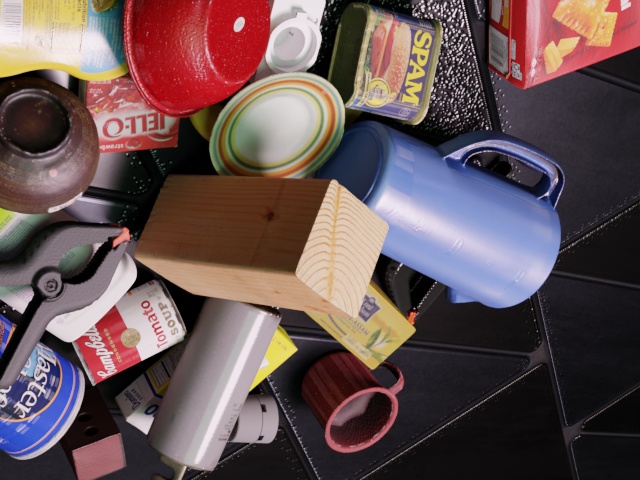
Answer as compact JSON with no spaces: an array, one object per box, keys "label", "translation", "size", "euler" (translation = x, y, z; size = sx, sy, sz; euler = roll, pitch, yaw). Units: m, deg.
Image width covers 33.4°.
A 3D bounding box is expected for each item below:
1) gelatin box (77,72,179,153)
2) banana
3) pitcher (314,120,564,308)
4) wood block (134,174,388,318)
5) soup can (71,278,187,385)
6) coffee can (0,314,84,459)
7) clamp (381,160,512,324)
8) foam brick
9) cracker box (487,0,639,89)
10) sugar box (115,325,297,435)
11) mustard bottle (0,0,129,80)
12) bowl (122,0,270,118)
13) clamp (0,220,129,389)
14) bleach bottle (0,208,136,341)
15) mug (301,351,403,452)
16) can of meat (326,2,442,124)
[{"label":"gelatin box","translation":[-0.166,-0.115,0.929],"size":[0.089,0.030,0.073],"euler":[-7,125,-27]},{"label":"banana","translation":[-0.043,-0.113,1.001],"size":[0.197,0.037,0.070],"euler":[0,122,-31]},{"label":"pitcher","translation":[0.120,-0.035,1.048],"size":[0.242,0.145,0.149],"euler":[22,73,-37]},{"label":"wood block","translation":[-0.057,0.001,0.947],"size":[0.090,0.207,0.090],"euler":[37,67,-43]},{"label":"soup can","translation":[-0.189,0.088,1.034],"size":[0.102,0.069,0.068],"euler":[-26,131,-14]},{"label":"coffee can","translation":[-0.298,0.121,0.961],"size":[0.103,0.103,0.140],"euler":[-43,129,2]},{"label":"clamp","translation":[0.111,0.000,1.175],"size":[0.164,0.036,0.210],"euler":[4,120,-34]},{"label":"foam brick","translation":[-0.235,0.196,1.077],"size":[0.052,0.078,0.051],"euler":[-19,129,-22]},{"label":"cracker box","translation":[0.272,-0.262,1.063],"size":[0.213,0.072,0.164],"euler":[-22,131,-18]},{"label":"sugar box","translation":[-0.120,0.141,1.130],"size":[0.176,0.048,0.093],"euler":[-43,133,1]},{"label":"mustard bottle","translation":[-0.192,-0.176,0.850],"size":[0.191,0.058,0.096],"euler":[-2,112,-30]},{"label":"bowl","translation":[-0.087,-0.175,0.865],"size":[0.161,0.055,0.162],"euler":[-34,130,-52]},{"label":"clamp","translation":[-0.234,0.046,0.901],"size":[0.171,0.039,0.120],"euler":[-26,120,-22]},{"label":"bleach bottle","translation":[-0.276,-0.015,0.913],"size":[0.102,0.068,0.250],"euler":[-46,130,-3]},{"label":"mug","translation":[0.039,0.175,1.226],"size":[0.117,0.082,0.093],"euler":[-30,132,-9]},{"label":"can of meat","translation":[0.058,-0.166,0.999],"size":[0.083,0.058,0.102],"euler":[8,97,-31]}]
